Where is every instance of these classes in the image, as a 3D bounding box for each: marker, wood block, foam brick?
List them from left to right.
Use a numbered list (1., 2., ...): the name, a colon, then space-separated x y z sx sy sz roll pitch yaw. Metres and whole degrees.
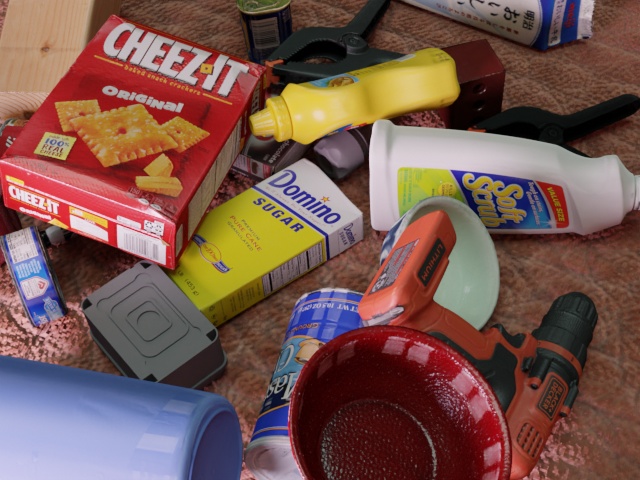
1. wood block: -0.267 -0.214 1.098 0.091 0.090 0.206 2 64 5
2. marker: -0.228 -0.015 1.013 0.121 0.020 0.020 -23 55 -12
3. foam brick: 0.145 -0.148 1.042 0.053 0.078 0.051 -15 52 -7

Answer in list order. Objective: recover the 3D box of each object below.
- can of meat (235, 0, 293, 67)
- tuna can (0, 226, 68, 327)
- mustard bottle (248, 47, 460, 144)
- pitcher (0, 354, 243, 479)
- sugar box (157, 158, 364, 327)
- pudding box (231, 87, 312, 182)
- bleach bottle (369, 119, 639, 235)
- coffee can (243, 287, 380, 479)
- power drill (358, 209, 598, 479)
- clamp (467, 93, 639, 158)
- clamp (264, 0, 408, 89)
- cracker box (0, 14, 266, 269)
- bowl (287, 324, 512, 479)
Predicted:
1. can of meat: -0.060 -0.245 1.129 0.057 0.084 0.102 -11 53 -3
2. tuna can: -0.252 0.031 0.939 0.033 0.086 0.086 -20 54 -12
3. mustard bottle: 0.026 -0.130 0.993 0.191 0.058 0.096 -16 14 -13
4. pitcher: -0.186 0.165 0.790 0.243 0.149 0.145 4 45 20
5. sugar box: -0.056 0.001 0.969 0.176 0.048 0.093 -33 57 -17
6. pudding box: -0.054 -0.113 1.058 0.090 0.039 0.113 23 59 20
7. bleach bottle: 0.171 -0.053 0.953 0.251 0.102 0.068 2 39 8
8. coffee can: 0.009 0.123 0.837 0.103 0.103 0.140 10 55 12
9. power drill: 0.132 0.065 0.842 0.187 0.057 0.184 43 53 -11
10. clamp: 0.229 -0.100 1.024 0.171 0.039 0.120 13 54 14
11. clamp: 0.041 -0.185 1.085 0.209 0.036 0.165 -24 54 -31
12. cracker box: -0.162 -0.096 0.961 0.164 0.072 0.213 20 53 6
13. bowl: 0.049 0.142 0.741 0.162 0.055 0.162 9 58 -14
